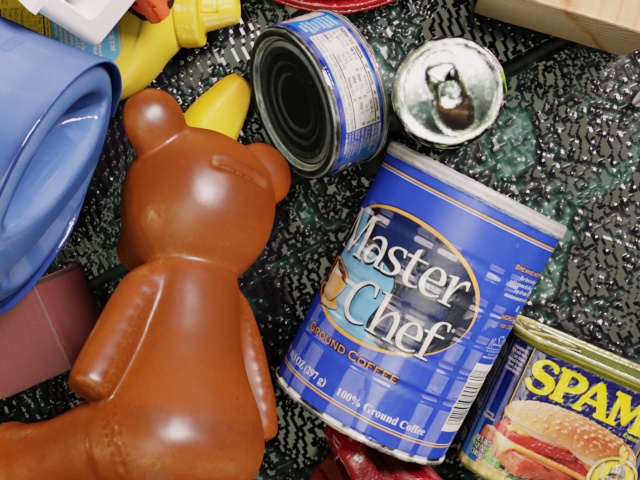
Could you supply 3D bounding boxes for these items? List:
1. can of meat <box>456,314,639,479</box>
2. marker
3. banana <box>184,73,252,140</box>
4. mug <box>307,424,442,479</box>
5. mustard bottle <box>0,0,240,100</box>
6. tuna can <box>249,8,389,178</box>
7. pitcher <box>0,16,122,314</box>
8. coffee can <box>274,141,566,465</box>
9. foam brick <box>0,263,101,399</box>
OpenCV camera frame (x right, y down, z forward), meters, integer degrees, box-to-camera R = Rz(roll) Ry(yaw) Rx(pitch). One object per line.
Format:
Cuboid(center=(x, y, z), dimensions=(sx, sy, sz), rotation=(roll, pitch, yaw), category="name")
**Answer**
Cuboid(center=(0.136, 0.100, 0.591), dimensions=(0.102, 0.057, 0.084), rotation=(23, 98, 1), category="can of meat")
Cuboid(center=(0.010, -0.089, 0.601), dimensions=(0.020, 0.020, 0.121), rotation=(-25, 93, 6), category="marker")
Cuboid(center=(-0.072, 0.005, 0.608), dimensions=(0.069, 0.037, 0.198), rotation=(-2, 96, -9), category="banana")
Cuboid(center=(0.031, 0.148, 0.577), dimensions=(0.093, 0.081, 0.117), rotation=(-30, 106, -8), category="mug")
Cuboid(center=(-0.140, -0.123, 0.588), dimensions=(0.191, 0.058, 0.096), rotation=(-3, 88, 4), category="mustard bottle")
Cuboid(center=(-0.002, -0.077, 0.567), dimensions=(0.033, 0.086, 0.086), rotation=(-23, 94, -27), category="tuna can")
Cuboid(center=(-0.229, -0.069, 0.492), dimensions=(0.243, 0.149, 0.145), rotation=(25, 69, 2), category="pitcher")
Cuboid(center=(0.052, 0.032, 0.567), dimensions=(0.103, 0.103, 0.140), rotation=(27, 96, 1), category="coffee can")
Cuboid(center=(-0.159, 0.050, 0.596), dimensions=(0.053, 0.078, 0.051), rotation=(-24, 94, 8), category="foam brick")
